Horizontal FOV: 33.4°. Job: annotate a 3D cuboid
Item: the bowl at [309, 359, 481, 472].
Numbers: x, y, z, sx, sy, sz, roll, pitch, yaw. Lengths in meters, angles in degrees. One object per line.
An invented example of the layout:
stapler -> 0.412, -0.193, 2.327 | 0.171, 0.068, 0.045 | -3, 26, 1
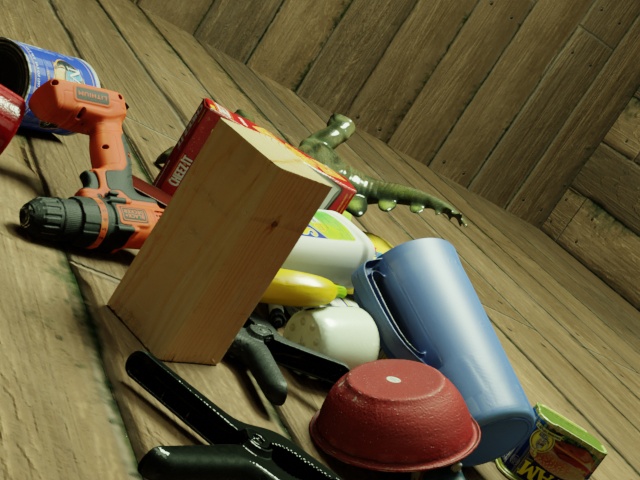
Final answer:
bowl -> 0.070, 0.154, 1.001 | 0.162, 0.055, 0.162 | 0, 17, 0

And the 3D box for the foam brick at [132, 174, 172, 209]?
foam brick -> -0.212, -0.039, 1.223 | 0.078, 0.051, 0.053 | 29, 12, -17

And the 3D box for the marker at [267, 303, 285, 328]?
marker -> -0.053, 0.075, 1.255 | 0.020, 0.020, 0.121 | 30, 13, -13

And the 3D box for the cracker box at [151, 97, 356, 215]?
cracker box -> -0.090, -0.051, 1.311 | 0.213, 0.164, 0.072 | 29, 12, -21

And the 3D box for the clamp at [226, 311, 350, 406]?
clamp -> -0.064, 0.107, 1.046 | 0.172, 0.039, 0.120 | 26, 13, 22

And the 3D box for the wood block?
wood block -> -0.093, 0.005, 0.984 | 0.090, 0.206, 0.090 | 41, 14, 32

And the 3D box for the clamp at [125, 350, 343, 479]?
clamp -> -0.065, 0.163, 0.842 | 0.209, 0.036, 0.165 | 28, 13, -29

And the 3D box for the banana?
banana -> -0.069, 0.048, 1.113 | 0.198, 0.037, 0.070 | 8, -14, -1

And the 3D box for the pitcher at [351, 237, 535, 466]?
pitcher -> 0.132, 0.123, 1.187 | 0.149, 0.145, 0.243 | -16, 53, -13

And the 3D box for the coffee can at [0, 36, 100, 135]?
coffee can -> -0.354, -0.188, 1.318 | 0.103, 0.103, 0.140 | 38, 13, 20

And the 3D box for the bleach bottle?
bleach bottle -> -0.058, 0.001, 1.186 | 0.250, 0.068, 0.103 | 5, 30, -46

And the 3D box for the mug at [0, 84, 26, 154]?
mug -> -0.365, -0.124, 1.113 | 0.081, 0.093, 0.117 | 32, 42, -29

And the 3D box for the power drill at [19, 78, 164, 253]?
power drill -> -0.246, -0.075, 1.112 | 0.184, 0.057, 0.188 | 8, 56, -50

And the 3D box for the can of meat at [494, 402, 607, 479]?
can of meat -> 0.267, 0.249, 1.234 | 0.102, 0.084, 0.057 | 32, 12, -7
